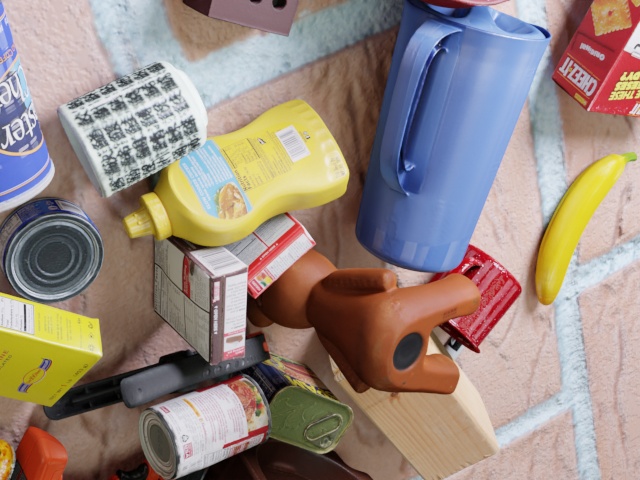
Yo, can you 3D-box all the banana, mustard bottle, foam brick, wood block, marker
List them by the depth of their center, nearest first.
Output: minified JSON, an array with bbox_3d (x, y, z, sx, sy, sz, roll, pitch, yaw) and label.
[{"bbox_3d":[-0.062,-0.204,0.869,0.078,0.051,0.053,7,110,-32],"label":"foam brick"},{"bbox_3d":[-0.078,-0.047,0.915,0.191,0.096,0.058,-24,159,-17],"label":"mustard bottle"},{"bbox_3d":[0.096,0.153,1.107,0.091,0.090,0.206,-29,129,12],"label":"wood block"},{"bbox_3d":[0.284,-0.019,1.176,0.069,0.037,0.198,25,100,-35],"label":"banana"},{"bbox_3d":[0.159,0.105,1.178,0.020,0.020,0.121,35,94,-38],"label":"marker"}]

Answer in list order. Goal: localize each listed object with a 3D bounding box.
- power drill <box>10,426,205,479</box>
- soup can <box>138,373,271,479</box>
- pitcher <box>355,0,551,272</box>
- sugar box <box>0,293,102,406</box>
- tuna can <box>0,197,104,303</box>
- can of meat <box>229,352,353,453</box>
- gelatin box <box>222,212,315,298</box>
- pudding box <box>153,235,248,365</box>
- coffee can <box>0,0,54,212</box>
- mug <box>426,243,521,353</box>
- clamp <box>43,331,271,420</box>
[{"bbox_3d":[-0.195,0.223,0.999,0.187,0.057,0.184,16,106,-40],"label":"power drill"},{"bbox_3d":[-0.105,0.168,0.967,0.102,0.069,0.068,-16,122,-35],"label":"soup can"},{"bbox_3d":[0.105,-0.095,0.974,0.149,0.145,0.243,7,114,-17],"label":"pitcher"},{"bbox_3d":[-0.279,0.083,0.874,0.175,0.048,0.093,18,133,-37],"label":"sugar box"},{"bbox_3d":[-0.226,0.009,0.895,0.086,0.034,0.086,-13,120,-24],"label":"tuna can"},{"bbox_3d":[-0.031,0.156,1.052,0.102,0.084,0.057,27,99,-37],"label":"can of meat"},{"bbox_3d":[-0.056,0.001,0.955,0.073,0.089,0.030,-42,129,-5],"label":"gelatin box"},{"bbox_3d":[-0.107,0.043,0.932,0.039,0.114,0.090,-13,121,-30],"label":"pudding box"},{"bbox_3d":[-0.262,-0.100,0.775,0.102,0.103,0.140,-22,123,-20],"label":"coffee can"},{"bbox_3d":[0.150,0.052,1.097,0.081,0.093,0.117,-50,148,-5],"label":"mug"},{"bbox_3d":[-0.138,0.122,0.971,0.209,0.165,0.036,-14,88,-46],"label":"clamp"}]
